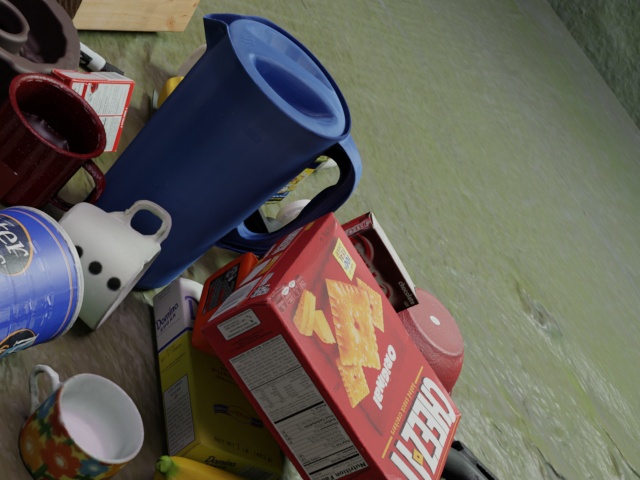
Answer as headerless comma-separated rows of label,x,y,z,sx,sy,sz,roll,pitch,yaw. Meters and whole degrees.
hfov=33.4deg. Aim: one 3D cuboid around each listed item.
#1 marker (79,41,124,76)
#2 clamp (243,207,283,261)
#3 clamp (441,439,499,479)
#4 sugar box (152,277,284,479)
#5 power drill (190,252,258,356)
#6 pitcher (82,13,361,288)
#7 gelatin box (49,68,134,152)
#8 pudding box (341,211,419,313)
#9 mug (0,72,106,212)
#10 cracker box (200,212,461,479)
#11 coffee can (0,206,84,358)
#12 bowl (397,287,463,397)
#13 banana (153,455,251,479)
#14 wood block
marker,-0.254,-0.199,1.106,0.121,0.020,0.020,35,30,-23
clamp,-0.057,0.001,1.041,0.171,0.039,0.120,9,76,-80
clamp,0.134,0.223,1.063,0.210,0.036,0.164,44,5,-16
sugar box,-0.088,0.119,0.901,0.093,0.048,0.176,30,34,-38
power drill,-0.027,0.114,0.897,0.187,0.057,0.184,48,22,-25
pitcher,-0.091,-0.059,0.914,0.144,0.243,0.149,18,40,-44
gelatin box,-0.220,-0.119,0.991,0.030,0.073,0.089,27,19,26
pudding box,0.039,0.036,1.116,0.113,0.090,0.039,56,17,-31
mug,-0.233,-0.072,0.902,0.117,0.082,0.093,44,28,-7
cracker box,0.019,0.105,0.837,0.213,0.072,0.164,57,28,-10
coffee can,-0.245,0.037,0.721,0.103,0.103,0.140,53,28,9
bowl,0.109,0.105,1.196,0.162,0.055,0.162,35,29,-24
banana,-0.052,0.205,0.819,0.197,0.037,0.070,25,-10,-25
wood block,-0.223,-0.292,1.177,0.091,0.090,0.205,39,25,17
